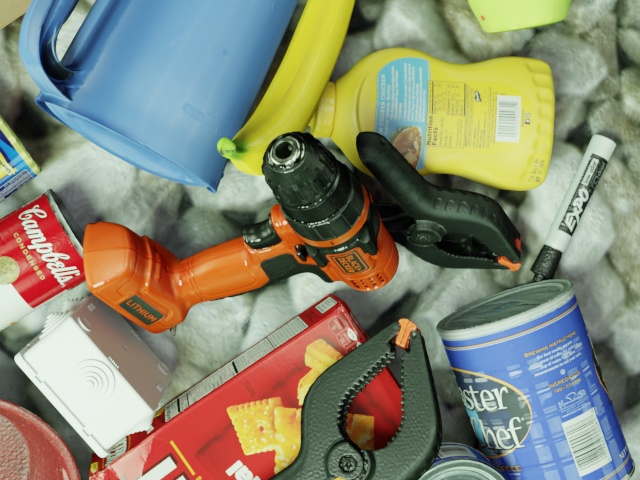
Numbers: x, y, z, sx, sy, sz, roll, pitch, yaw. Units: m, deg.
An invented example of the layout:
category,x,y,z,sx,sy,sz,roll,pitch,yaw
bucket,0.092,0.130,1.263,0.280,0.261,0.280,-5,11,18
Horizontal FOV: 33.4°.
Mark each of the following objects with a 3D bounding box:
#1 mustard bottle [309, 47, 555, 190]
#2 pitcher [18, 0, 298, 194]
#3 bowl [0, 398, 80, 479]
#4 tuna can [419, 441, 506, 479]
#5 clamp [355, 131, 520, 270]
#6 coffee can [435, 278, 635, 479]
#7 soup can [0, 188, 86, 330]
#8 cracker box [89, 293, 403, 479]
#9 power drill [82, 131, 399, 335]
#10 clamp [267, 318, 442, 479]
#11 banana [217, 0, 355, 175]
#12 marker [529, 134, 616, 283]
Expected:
category,x,y,z,sx,sy,sz,roll,pitch,yaw
mustard bottle,0.070,-0.090,0.772,0.191,0.058,0.096,3,90,-9
pitcher,-0.085,-0.166,0.709,0.145,0.149,0.243,26,85,-2
bowl,-0.244,0.164,0.724,0.162,0.055,0.162,-4,111,-12
tuna can,0.088,0.183,0.725,0.086,0.034,0.086,-2,99,-11
clamp,0.073,-0.022,0.754,0.171,0.120,0.039,13,64,-12
coffee can,0.154,0.111,0.768,0.102,0.103,0.140,-21,95,-7
soup can,-0.211,0.019,0.731,0.102,0.068,0.068,-31,96,-5
cracker box,-0.030,0.165,0.758,0.213,0.072,0.164,-34,97,-6
power drill,-0.055,0.001,0.692,0.188,0.184,0.057,-13,62,15
clamp,0.010,0.148,0.697,0.165,0.036,0.210,14,81,14
banana,-0.014,-0.111,0.713,0.037,0.070,0.197,22,61,5
marker,0.191,-0.023,0.811,0.020,0.020,0.121,26,88,-8
